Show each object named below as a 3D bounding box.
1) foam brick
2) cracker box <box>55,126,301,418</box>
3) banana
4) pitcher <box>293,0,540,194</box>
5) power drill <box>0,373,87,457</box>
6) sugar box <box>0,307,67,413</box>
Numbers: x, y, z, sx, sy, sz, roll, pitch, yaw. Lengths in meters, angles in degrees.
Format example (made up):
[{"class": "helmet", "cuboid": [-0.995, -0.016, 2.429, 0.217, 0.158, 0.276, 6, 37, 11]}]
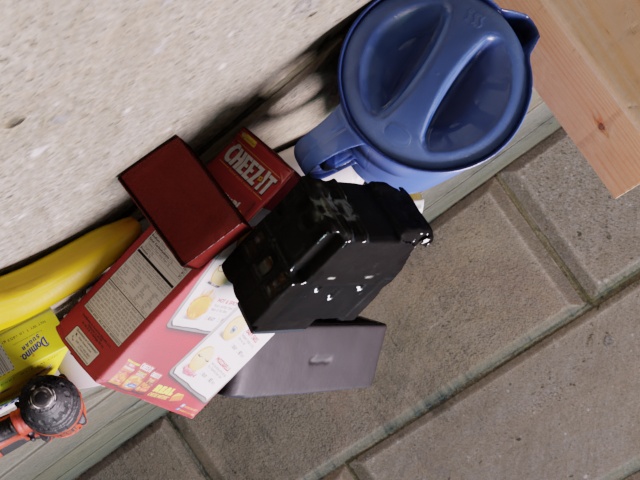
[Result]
[{"class": "foam brick", "cuboid": [-0.093, -0.025, 0.743, 0.051, 0.078, 0.053, -38, 174, 2]}, {"class": "cracker box", "cuboid": [-0.084, 0.032, 0.852, 0.213, 0.072, 0.164, -47, 153, 0]}, {"class": "banana", "cuboid": [-0.207, 0.031, 0.759, 0.070, 0.037, 0.197, -39, 173, 36]}, {"class": "pitcher", "cuboid": [0.065, -0.098, 0.833, 0.243, 0.149, 0.145, 107, -4, -85]}, {"class": "power drill", "cuboid": [-0.294, 0.175, 0.925, 0.187, 0.057, 0.184, -23, 169, -12]}, {"class": "sugar box", "cuboid": [-0.289, 0.122, 0.981, 0.093, 0.048, 0.176, -28, 170, -27]}]
